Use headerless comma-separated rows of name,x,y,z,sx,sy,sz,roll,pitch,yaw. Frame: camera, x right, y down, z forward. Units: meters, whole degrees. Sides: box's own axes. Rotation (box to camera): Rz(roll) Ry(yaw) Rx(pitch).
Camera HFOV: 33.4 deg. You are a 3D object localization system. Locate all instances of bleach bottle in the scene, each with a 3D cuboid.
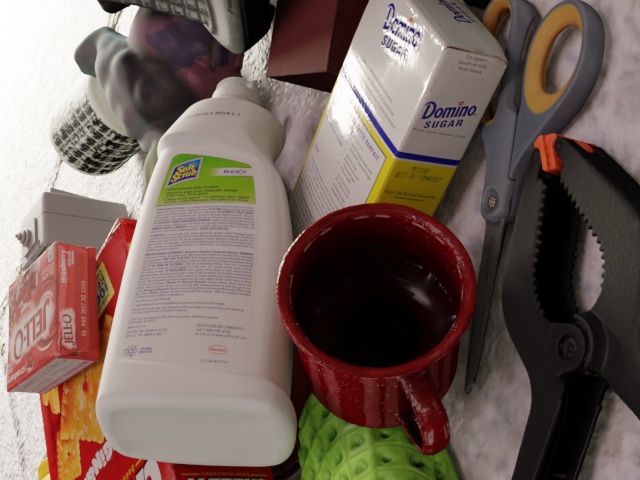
bleach bottle,-0.054,0.001,0.604,0.068,0.102,0.250,86,-172,-50

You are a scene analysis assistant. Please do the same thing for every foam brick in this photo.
foam brick,0.009,-0.120,0.648,0.078,0.052,0.051,10,91,58

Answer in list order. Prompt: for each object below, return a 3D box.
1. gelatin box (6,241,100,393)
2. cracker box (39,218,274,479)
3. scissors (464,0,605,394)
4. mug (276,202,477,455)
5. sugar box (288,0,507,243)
gelatin box,-0.169,0.050,0.668,0.089,0.030,0.073,-32,57,49
cracker box,-0.111,0.120,0.657,0.164,0.072,0.214,-53,42,36
scissors,0.099,-0.028,0.515,0.096,0.016,0.202,-17,68,59
mug,0.033,0.051,0.520,0.081,0.093,0.117,82,162,-58
sugar box,0.034,-0.049,0.586,0.176,0.048,0.093,-64,33,31
